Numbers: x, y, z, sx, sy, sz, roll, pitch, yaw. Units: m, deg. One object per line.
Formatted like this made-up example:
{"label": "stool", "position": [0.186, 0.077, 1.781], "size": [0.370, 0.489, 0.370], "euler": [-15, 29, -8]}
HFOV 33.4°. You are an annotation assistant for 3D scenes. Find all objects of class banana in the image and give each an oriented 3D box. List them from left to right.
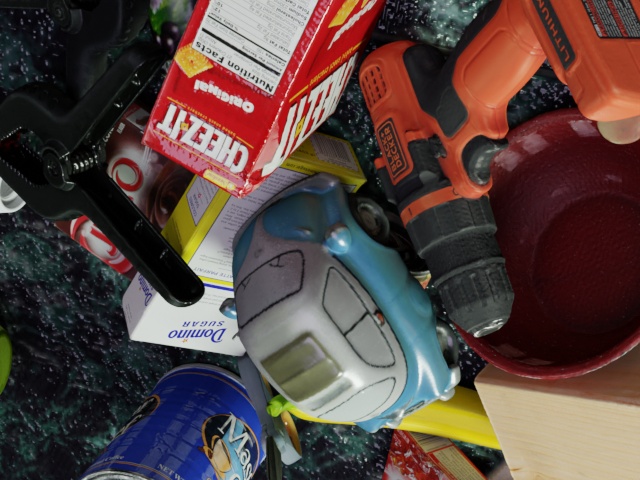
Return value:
{"label": "banana", "position": [0.058, 0.118, 0.734], "size": [0.197, 0.069, 0.037], "euler": [7, 112, -7]}

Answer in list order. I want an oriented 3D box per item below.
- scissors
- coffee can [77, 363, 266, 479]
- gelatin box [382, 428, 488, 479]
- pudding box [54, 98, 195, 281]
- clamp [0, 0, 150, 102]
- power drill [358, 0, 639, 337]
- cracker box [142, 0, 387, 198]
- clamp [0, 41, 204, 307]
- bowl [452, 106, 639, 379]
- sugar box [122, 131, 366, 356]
{"label": "scissors", "position": [-0.039, 0.117, 0.718], "size": [0.016, 0.201, 0.096], "euler": [-26, 81, 0]}
{"label": "coffee can", "position": [-0.106, 0.168, 0.777], "size": [0.103, 0.140, 0.103], "euler": [8, 117, 16]}
{"label": "gelatin box", "position": [0.080, 0.179, 0.753], "size": [0.089, 0.030, 0.073], "euler": [45, 134, 46]}
{"label": "pudding box", "position": [-0.124, -0.030, 0.747], "size": [0.090, 0.039, 0.114], "euler": [35, 119, 2]}
{"label": "clamp", "position": [-0.159, -0.154, 0.673], "size": [0.120, 0.039, 0.172], "euler": [47, 138, 2]}
{"label": "power drill", "position": [0.099, -0.059, 0.574], "size": [0.188, 0.057, 0.184], "euler": [-40, 65, 51]}
{"label": "cracker box", "position": [0.002, -0.146, 0.575], "size": [0.072, 0.164, 0.214], "euler": [31, 120, 5]}
{"label": "clamp", "position": [-0.153, -0.042, 0.688], "size": [0.210, 0.036, 0.164], "euler": [6, 114, 43]}
{"label": "bowl", "position": [0.151, 0.006, 0.631], "size": [0.162, 0.055, 0.162], "euler": [-16, 65, 37]}
{"label": "sugar box", "position": [-0.055, 0.001, 0.711], "size": [0.093, 0.048, 0.176], "euler": [13, 129, -33]}
